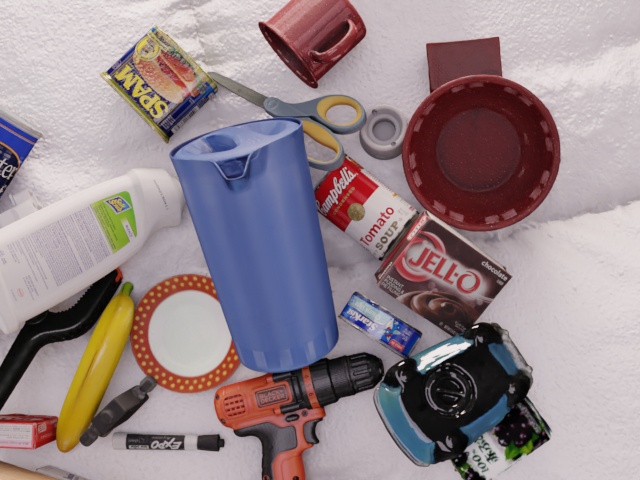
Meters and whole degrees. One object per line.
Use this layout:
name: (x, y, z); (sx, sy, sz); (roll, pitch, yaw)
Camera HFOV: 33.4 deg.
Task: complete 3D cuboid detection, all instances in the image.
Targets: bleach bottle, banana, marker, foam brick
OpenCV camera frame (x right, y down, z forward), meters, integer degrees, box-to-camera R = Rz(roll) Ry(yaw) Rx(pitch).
bleach bottle: (-0.238, -0.002, 1.124); (0.250, 0.068, 0.102); (-27, 104, -20)
banana: (-0.238, 0.140, 1.138); (0.037, 0.069, 0.198); (23, 88, 2)
marker: (-0.163, 0.217, 1.150); (0.121, 0.020, 0.020); (0, 86, 5)
foam brick: (0.153, -0.183, 1.136); (0.078, 0.051, 0.053); (-4, 87, 5)

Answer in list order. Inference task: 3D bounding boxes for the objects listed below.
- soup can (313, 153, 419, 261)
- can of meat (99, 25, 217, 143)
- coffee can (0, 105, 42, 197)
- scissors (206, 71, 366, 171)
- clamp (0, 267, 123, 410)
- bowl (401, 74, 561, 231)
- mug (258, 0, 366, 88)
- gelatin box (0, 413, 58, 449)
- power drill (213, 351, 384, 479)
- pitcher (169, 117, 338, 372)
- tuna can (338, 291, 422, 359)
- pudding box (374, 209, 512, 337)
soup can: (0.045, -0.034, 1.126); (0.102, 0.068, 0.068); (39, 90, 6)
can of meat: (-0.174, -0.171, 1.161); (0.084, 0.057, 0.102); (-44, 84, -2)
coffee can: (-0.381, -0.084, 1.148); (0.103, 0.103, 0.140); (33, 89, 6)
scissors: (-0.031, -0.150, 1.140); (0.096, 0.016, 0.202); (-38, 60, -8)
clamp: (-0.315, 0.075, 1.150); (0.209, 0.036, 0.165); (-36, 65, -14)
bowl: (0.167, -0.092, 1.117); (0.162, 0.055, 0.162); (1, 99, 6)
mug: (-0.001, -0.218, 1.124); (0.081, 0.117, 0.093); (-43, 123, -4)
gelatin box: (-0.333, 0.203, 1.138); (0.089, 0.073, 0.030); (0, 86, 5)
power drill: (-0.006, 0.221, 1.119); (0.184, 0.057, 0.187); (-15, 82, 7)
pitcher: (-0.057, 0.001, 1.082); (0.145, 0.149, 0.243); (6, 116, 44)
tuna can: (0.063, 0.088, 1.107); (0.086, 0.086, 0.034); (32, 88, 6)
pudding box: (0.126, 0.036, 1.105); (0.113, 0.039, 0.090); (33, 104, -15)
